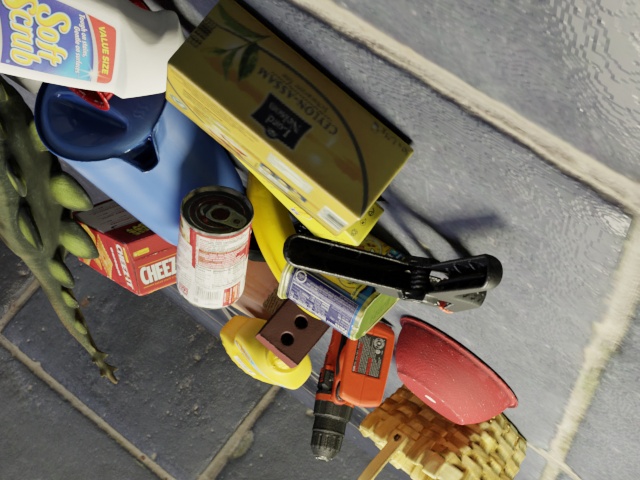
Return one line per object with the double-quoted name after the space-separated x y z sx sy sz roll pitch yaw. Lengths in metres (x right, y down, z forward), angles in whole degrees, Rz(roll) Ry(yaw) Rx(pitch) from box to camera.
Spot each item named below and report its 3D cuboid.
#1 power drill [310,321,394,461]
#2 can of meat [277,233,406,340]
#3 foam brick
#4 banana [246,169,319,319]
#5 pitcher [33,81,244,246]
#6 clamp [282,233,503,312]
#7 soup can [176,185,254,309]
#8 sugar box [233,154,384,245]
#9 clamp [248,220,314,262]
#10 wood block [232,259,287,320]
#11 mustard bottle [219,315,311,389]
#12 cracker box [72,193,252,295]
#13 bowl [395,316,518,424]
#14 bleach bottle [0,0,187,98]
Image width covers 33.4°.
0.034 0.180 1.338 0.057 0.184 0.188 13 163 -9 "power drill"
0.026 0.033 0.967 0.084 0.101 0.057 32 135 18 "can of meat"
-0.023 0.085 1.096 0.053 0.078 0.051 40 169 -1 "foam brick"
-0.022 0.012 1.025 0.037 0.069 0.197 -17 116 46 "banana"
-0.167 -0.092 1.044 0.145 0.149 0.242 4 159 18 "pitcher"
0.086 0.031 0.842 0.165 0.036 0.209 6 171 28 "clamp"
-0.101 0.008 1.009 0.069 0.068 0.102 34 138 23 "soup can"
-0.033 -0.071 0.886 0.176 0.048 0.093 42 168 -21 "sugar box"
-0.057 0.001 1.125 0.120 0.039 0.171 1 168 -4 "clamp"
-0.070 0.044 1.316 0.090 0.090 0.206 47 166 -33 "wood block"
-0.058 0.129 1.227 0.096 0.058 0.192 46 167 -8 "mustard bottle"
-0.186 -0.011 1.260 0.214 0.164 0.072 20 127 58 "cracker box"
0.138 0.156 1.189 0.162 0.055 0.162 37 169 9 "bowl"
-0.198 -0.167 0.792 0.250 0.103 0.068 10 -147 -26 "bleach bottle"
